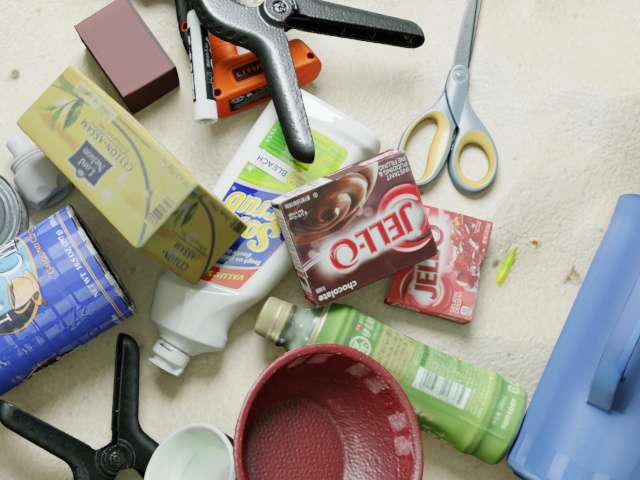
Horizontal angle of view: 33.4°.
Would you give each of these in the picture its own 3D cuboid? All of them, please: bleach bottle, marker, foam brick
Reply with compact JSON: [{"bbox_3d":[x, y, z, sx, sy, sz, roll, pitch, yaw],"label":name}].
[{"bbox_3d":[-0.056,0.001,0.877,0.102,0.068,0.251,31,83,3],"label":"bleach bottle"},{"bbox_3d":[-0.098,-0.154,0.865,0.020,0.020,0.121,-5,80,-3],"label":"marker"},{"bbox_3d":[-0.162,-0.156,0.903,0.051,0.053,0.078,-35,82,-7],"label":"foam brick"}]

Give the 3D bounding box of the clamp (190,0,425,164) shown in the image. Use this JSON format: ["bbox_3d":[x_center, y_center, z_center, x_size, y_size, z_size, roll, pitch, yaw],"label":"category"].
[{"bbox_3d":[-0.037,-0.168,0.851,0.210,0.036,0.164,35,64,-2],"label":"clamp"}]

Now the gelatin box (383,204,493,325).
[{"bbox_3d":[0.099,0.019,0.894,0.073,0.030,0.089,14,80,1],"label":"gelatin box"}]

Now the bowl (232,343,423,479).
[{"bbox_3d":[-0.004,0.160,0.792,0.161,0.055,0.162,9,72,-30],"label":"bowl"}]

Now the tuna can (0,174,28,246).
[{"bbox_3d":[-0.287,-0.017,0.885,0.086,0.034,0.086,0,81,-2],"label":"tuna can"}]

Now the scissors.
[{"bbox_3d":[0.134,-0.127,0.927,0.096,0.016,0.201,28,81,1],"label":"scissors"}]

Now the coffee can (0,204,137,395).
[{"bbox_3d":[-0.231,0.051,0.841,0.140,0.103,0.103,-32,83,-7],"label":"coffee can"}]

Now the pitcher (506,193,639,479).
[{"bbox_3d":[0.241,0.092,0.825,0.149,0.145,0.243,28,87,-22],"label":"pitcher"}]

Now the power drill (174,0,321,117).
[{"bbox_3d":[-0.069,-0.214,0.915,0.184,0.057,0.188,-24,79,-2],"label":"power drill"}]

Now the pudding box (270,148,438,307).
[{"bbox_3d":[0.027,-0.011,0.843,0.113,0.039,0.090,-23,104,-10],"label":"pudding box"}]

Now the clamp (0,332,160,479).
[{"bbox_3d":[-0.161,0.162,0.850,0.120,0.039,0.171,-38,99,-16],"label":"clamp"}]
